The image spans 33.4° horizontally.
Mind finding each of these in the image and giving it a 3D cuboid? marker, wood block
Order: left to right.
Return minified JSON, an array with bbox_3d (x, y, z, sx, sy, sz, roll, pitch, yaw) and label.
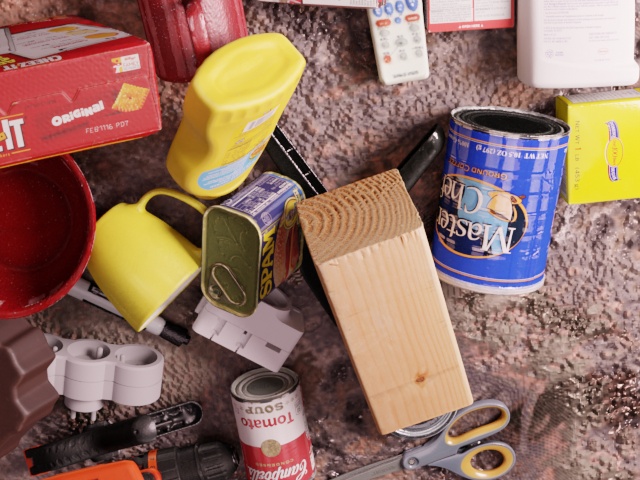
[{"bbox_3d":[-0.175,0.067,0.987,0.121,0.020,0.020,28,107,-13],"label":"marker"},{"bbox_3d":[0.057,0.056,0.905,0.091,0.090,0.206,-19,127,1],"label":"wood block"}]

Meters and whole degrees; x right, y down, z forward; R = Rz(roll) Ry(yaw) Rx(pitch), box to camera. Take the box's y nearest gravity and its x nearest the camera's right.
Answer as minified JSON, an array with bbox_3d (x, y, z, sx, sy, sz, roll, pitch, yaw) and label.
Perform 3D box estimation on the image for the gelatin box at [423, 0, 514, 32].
[{"bbox_3d":[0.123,-0.221,0.890,0.073,0.030,0.089,-4,111,0],"label":"gelatin box"}]

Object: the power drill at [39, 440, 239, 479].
[{"bbox_3d":[-0.172,0.224,0.962,0.184,0.187,0.057,-17,81,2],"label":"power drill"}]

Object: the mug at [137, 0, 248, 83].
[{"bbox_3d":[-0.100,-0.173,0.852,0.093,0.117,0.081,-14,116,-7],"label":"mug"}]

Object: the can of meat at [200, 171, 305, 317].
[{"bbox_3d":[-0.056,0.001,0.919,0.057,0.083,0.102,20,125,22],"label":"can of meat"}]

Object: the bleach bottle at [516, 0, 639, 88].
[{"bbox_3d":[0.212,-0.253,0.866,0.102,0.068,0.251,-2,108,-2],"label":"bleach bottle"}]

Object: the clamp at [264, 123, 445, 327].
[{"bbox_3d":[0.034,-0.016,0.946,0.165,0.036,0.210,-1,114,16],"label":"clamp"}]

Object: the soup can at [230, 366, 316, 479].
[{"bbox_3d":[-0.045,0.179,1.011,0.068,0.068,0.102,-9,110,0],"label":"soup can"}]

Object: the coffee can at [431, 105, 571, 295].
[{"bbox_3d":[0.153,-0.036,0.922,0.102,0.103,0.140,4,110,-5],"label":"coffee can"}]

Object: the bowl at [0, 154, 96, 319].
[{"bbox_3d":[-0.261,-0.016,0.903,0.162,0.055,0.162,0,93,5],"label":"bowl"}]

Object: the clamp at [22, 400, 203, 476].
[{"bbox_3d":[-0.195,0.185,1.003,0.172,0.120,0.039,-17,78,24],"label":"clamp"}]

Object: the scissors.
[{"bbox_3d":[0.107,0.228,1.065,0.202,0.016,0.096,-33,109,9],"label":"scissors"}]

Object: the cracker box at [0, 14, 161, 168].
[{"bbox_3d":[-0.229,-0.111,0.791,0.164,0.214,0.072,-16,113,-22],"label":"cracker box"}]

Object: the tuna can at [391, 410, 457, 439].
[{"bbox_3d":[0.090,0.147,1.024,0.086,0.034,0.086,-1,111,-3],"label":"tuna can"}]

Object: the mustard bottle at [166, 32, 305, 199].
[{"bbox_3d":[-0.079,-0.086,0.871,0.096,0.192,0.058,-36,79,-30],"label":"mustard bottle"}]
